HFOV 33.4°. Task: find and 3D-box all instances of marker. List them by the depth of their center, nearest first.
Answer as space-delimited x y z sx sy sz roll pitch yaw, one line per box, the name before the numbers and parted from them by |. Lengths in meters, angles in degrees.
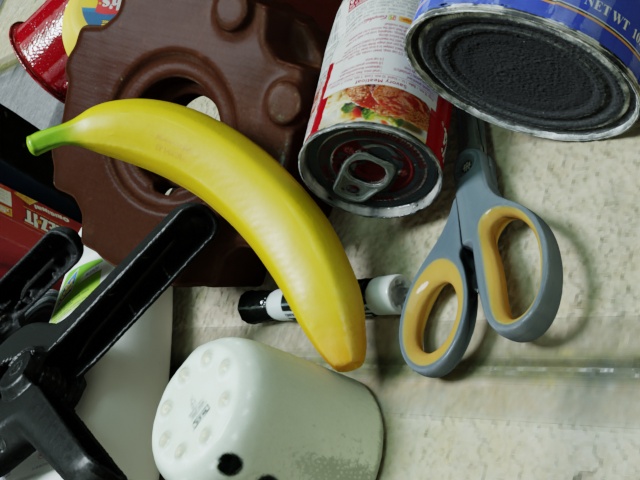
marker | -0.002 0.031 0.543 0.121 0.020 0.020 -9 57 48

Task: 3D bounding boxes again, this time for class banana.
banana | -0.046 -0.016 0.516 0.198 0.037 0.069 34 80 14

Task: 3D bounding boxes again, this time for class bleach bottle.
bleach bottle | -0.126 0.057 0.641 0.103 0.068 0.250 -28 42 35

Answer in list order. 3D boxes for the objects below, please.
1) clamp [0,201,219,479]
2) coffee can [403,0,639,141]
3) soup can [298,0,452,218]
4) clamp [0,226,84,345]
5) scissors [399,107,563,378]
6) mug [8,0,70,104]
clamp | -0.137 0.066 0.554 0.210 0.036 0.164 -20 38 43
coffee can | 0.107 -0.128 0.458 0.103 0.102 0.140 3 66 52
soup can | 0.032 -0.071 0.522 0.069 0.068 0.102 -22 42 40
clamp | -0.196 0.041 0.660 0.120 0.039 0.172 -39 9 -13
scissors | 0.061 -0.015 0.504 0.096 0.016 0.202 -48 29 23
mug | -0.190 -0.160 0.870 0.082 0.093 0.117 -37 48 19
